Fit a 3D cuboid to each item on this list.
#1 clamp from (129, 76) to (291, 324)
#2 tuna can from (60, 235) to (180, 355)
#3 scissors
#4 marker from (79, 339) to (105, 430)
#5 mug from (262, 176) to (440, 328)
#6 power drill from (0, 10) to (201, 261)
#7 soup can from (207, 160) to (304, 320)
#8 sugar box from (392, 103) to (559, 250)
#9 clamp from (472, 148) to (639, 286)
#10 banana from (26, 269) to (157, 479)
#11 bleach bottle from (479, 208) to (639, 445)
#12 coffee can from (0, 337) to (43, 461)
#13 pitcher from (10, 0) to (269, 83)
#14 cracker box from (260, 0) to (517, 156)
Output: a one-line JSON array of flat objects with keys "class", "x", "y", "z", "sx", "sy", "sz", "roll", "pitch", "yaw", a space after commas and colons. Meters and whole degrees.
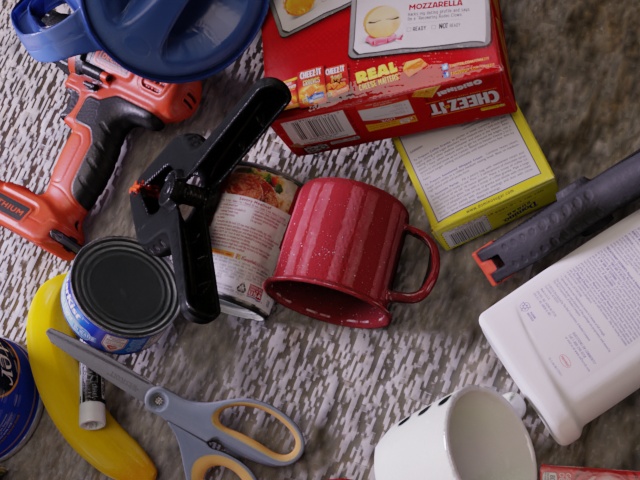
[{"class": "clamp", "x": -0.088, "y": -0.040, "z": 0.756, "sx": 0.210, "sy": 0.036, "sz": 0.164, "roll": 23, "pitch": 92, "yaw": 64}, {"class": "tuna can", "x": -0.148, "y": 0.041, "z": 0.792, "sx": 0.086, "sy": 0.034, "sz": 0.086, "roll": 15, "pitch": 52, "yaw": -21}, {"class": "scissors", "x": -0.112, "y": 0.134, "z": 0.756, "sx": 0.202, "sy": 0.016, "sz": 0.096, "roll": 15, "pitch": 86, "yaw": 5}, {"class": "marker", "x": -0.169, "y": 0.081, "z": 0.791, "sx": 0.020, "sy": 0.020, "sz": 0.121, "roll": -15, "pitch": 58, "yaw": 12}, {"class": "mug", "x": 0.026, "y": 0.010, "z": 0.744, "sx": 0.117, "sy": 0.093, "sz": 0.081, "roll": 10, "pitch": 70, "yaw": 19}, {"class": "power drill", "x": -0.211, "y": -0.092, "z": 0.871, "sx": 0.185, "sy": 0.057, "sz": 0.187, "roll": 27, "pitch": 82, "yaw": 26}, {"class": "soup can", "x": -0.055, "y": 0.001, "z": 0.784, "sx": 0.069, "sy": 0.068, "sz": 0.102, "roll": 13, "pitch": 77, "yaw": 21}, {"class": "sugar box", "x": 0.095, "y": -0.091, "z": 0.780, "sx": 0.093, "sy": 0.048, "sz": 0.176, "roll": -25, "pitch": 63, "yaw": 9}, {"class": "clamp", "x": 0.184, "y": -0.027, "z": 0.715, "sx": 0.172, "sy": 0.120, "sz": 0.039, "roll": -32, "pitch": 82, "yaw": 26}, {"class": "banana", "x": -0.182, "y": 0.102, "z": 0.806, "sx": 0.070, "sy": 0.037, "sz": 0.198, "roll": -26, "pitch": 66, "yaw": 8}, {"class": "bleach bottle", "x": 0.232, "y": 0.023, "z": 0.688, "sx": 0.251, "sy": 0.068, "sz": 0.103, "roll": -33, "pitch": 66, "yaw": 2}, {"class": "coffee can", "x": -0.283, "y": 0.106, "z": 0.780, "sx": 0.103, "sy": 0.140, "sz": 0.103, "roll": -6, "pitch": 70, "yaw": 16}, {"class": "pitcher", "x": -0.149, "y": -0.204, "z": 0.801, "sx": 0.243, "sy": 0.149, "sz": 0.145, "roll": 41, "pitch": 115, "yaw": 58}, {"class": "cracker box", "x": 0.042, "y": -0.179, "z": 0.766, "sx": 0.164, "sy": 0.072, "sz": 0.213, "roll": -11, "pitch": 66, "yaw": 15}]
